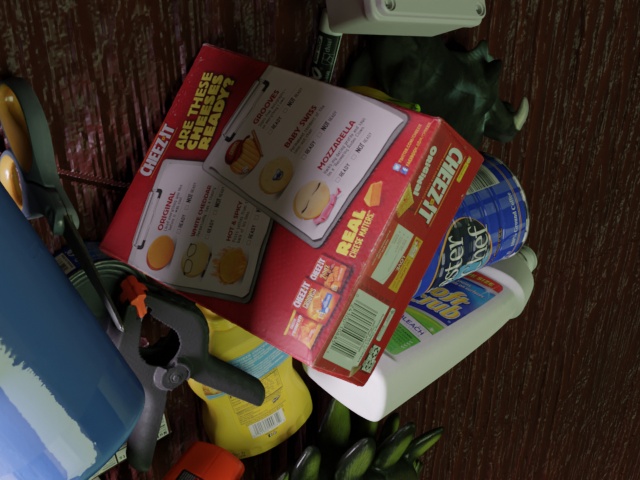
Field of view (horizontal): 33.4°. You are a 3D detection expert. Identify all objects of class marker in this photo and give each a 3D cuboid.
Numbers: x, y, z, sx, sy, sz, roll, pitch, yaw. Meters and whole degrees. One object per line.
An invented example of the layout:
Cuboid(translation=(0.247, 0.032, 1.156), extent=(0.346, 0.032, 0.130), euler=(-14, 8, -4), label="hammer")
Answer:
Cuboid(translation=(-0.003, -0.118, 0.818), extent=(0.020, 0.020, 0.121), euler=(-10, 127, -39), label="marker")

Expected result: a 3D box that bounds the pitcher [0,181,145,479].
Cuboid(translation=(-0.205, 0.032, 0.563), extent=(0.149, 0.145, 0.242), euler=(-46, 111, -32), label="pitcher")

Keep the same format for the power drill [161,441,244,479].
Cuboid(translation=(-0.106, 0.262, 0.935), extent=(0.184, 0.057, 0.188), euler=(-54, 159, -43), label="power drill")

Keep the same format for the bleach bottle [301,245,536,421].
Cuboid(translation=(0.104, 0.063, 0.966), extent=(0.250, 0.103, 0.068), euler=(-30, 140, -36), label="bleach bottle")

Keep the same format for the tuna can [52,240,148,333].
Cuboid(translation=(-0.169, 0.043, 0.774), extent=(0.086, 0.034, 0.086), euler=(-25, 134, -28), label="tuna can")

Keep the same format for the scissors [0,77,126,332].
Cuboid(translation=(-0.159, -0.008, 0.631), extent=(0.016, 0.202, 0.096), euler=(-10, 150, -30), label="scissors")

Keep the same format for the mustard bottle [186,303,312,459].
Cuboid(translation=(-0.067, 0.101, 0.896), extent=(0.096, 0.058, 0.191), euler=(-26, 136, -13), label="mustard bottle")

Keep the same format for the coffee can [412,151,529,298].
Cuboid(translation=(0.096, -0.011, 0.929), extent=(0.140, 0.103, 0.103), euler=(-21, 132, -32), label="coffee can")

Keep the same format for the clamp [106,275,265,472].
Cuboid(translation=(-0.121, 0.102, 0.803), extent=(0.120, 0.039, 0.171), euler=(-39, 130, -12), label="clamp")

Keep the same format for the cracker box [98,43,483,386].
Cuboid(translation=(-0.025, -0.023, 0.695), extent=(0.072, 0.214, 0.164), euler=(31, 84, -50), label="cracker box")
